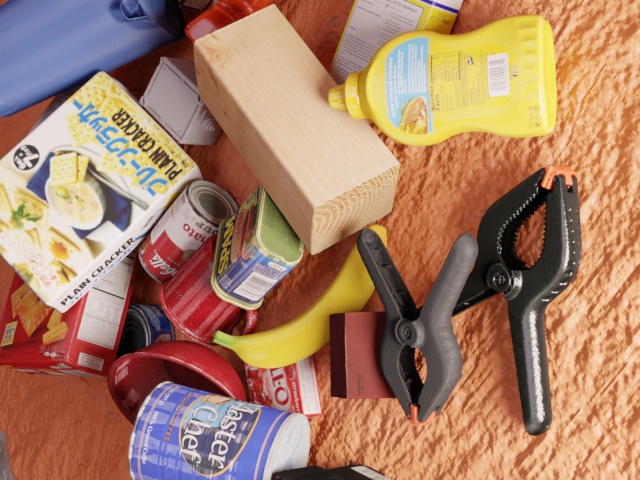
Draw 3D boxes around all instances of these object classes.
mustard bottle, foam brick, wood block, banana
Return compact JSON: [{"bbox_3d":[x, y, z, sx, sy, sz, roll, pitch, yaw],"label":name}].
[{"bbox_3d":[0.096,-0.128,0.888,0.192,0.058,0.096,-3,90,25],"label":"mustard bottle"},{"bbox_3d":[0.039,0.102,0.955,0.051,0.053,0.078,163,108,-74],"label":"foam brick"},{"bbox_3d":[-0.025,-0.103,0.979,0.206,0.090,0.090,54,162,22],"label":"wood block"},{"bbox_3d":[-0.005,0.065,0.997,0.198,0.069,0.037,-35,22,11],"label":"banana"}]

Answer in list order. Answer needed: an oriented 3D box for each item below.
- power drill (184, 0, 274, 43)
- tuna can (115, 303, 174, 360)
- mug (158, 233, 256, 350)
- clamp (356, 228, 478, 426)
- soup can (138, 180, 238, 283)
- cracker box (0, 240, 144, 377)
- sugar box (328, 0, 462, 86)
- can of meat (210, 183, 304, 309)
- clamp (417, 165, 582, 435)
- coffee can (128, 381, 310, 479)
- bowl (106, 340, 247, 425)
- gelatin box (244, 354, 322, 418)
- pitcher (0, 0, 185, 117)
[{"bbox_3d":[-0.054,-0.257,1.012,0.057,0.184,0.188,44,126,2],"label":"power drill"},{"bbox_3d":[-0.205,0.114,1.213,0.086,0.033,0.086,-4,84,44],"label":"tuna can"},{"bbox_3d":[-0.099,0.056,1.078,0.082,0.093,0.117,-47,53,25],"label":"mug"},{"bbox_3d":[0.076,0.068,0.904,0.120,0.039,0.171,17,106,47],"label":"clamp"},{"bbox_3d":[-0.139,-0.007,1.135,0.102,0.068,0.068,-48,57,30],"label":"soup can"},{"bbox_3d":[-0.291,0.047,1.238,0.164,0.072,0.213,-5,68,44],"label":"cracker box"},{"bbox_3d":[0.072,-0.199,0.963,0.093,0.048,0.176,35,108,38],"label":"sugar box"},{"bbox_3d":[-0.057,0.001,1.020,0.084,0.057,0.102,-44,30,41],"label":"can of meat"},{"bbox_3d":[0.149,0.032,0.879,0.165,0.036,0.210,28,110,41],"label":"clamp"},{"bbox_3d":[-0.093,0.197,0.997,0.140,0.102,0.103,11,95,19],"label":"coffee can"},{"bbox_3d":[-0.135,0.154,1.096,0.162,0.162,0.055,-23,27,40],"label":"bowl"},{"bbox_3d":[-0.039,0.136,1.056,0.073,0.030,0.089,-20,74,41],"label":"gelatin box"},{"bbox_3d":[-0.282,-0.238,1.197,0.243,0.149,0.145,-24,71,14],"label":"pitcher"}]
